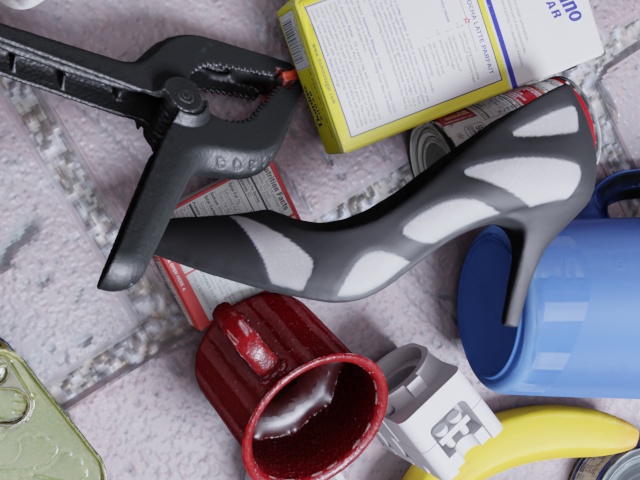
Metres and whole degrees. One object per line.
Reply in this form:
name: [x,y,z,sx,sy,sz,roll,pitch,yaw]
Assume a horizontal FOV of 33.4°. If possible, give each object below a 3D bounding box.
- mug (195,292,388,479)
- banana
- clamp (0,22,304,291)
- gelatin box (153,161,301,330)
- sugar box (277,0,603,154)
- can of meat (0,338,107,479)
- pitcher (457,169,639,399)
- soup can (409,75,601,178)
mug: [-0.027,0.076,0.610,0.093,0.082,0.117,-42,133,-4]
banana: [0.118,0.147,0.699,0.197,0.037,0.070,-24,71,-24]
clamp: [-0.079,-0.058,0.576,0.209,0.036,0.164,-14,67,-44]
gelatin box: [-0.054,0.001,0.642,0.089,0.030,0.073,-30,101,-15]
sugar box: [0.072,-0.124,0.635,0.176,0.048,0.093,-21,99,-14]
can of meat: [-0.167,0.101,0.578,0.057,0.084,0.102,-38,104,-14]
pitcher: [0.217,0.034,0.699,0.242,0.149,0.145,2,107,-17]
soup can: [0.116,-0.059,0.679,0.102,0.069,0.068,-19,99,-18]
